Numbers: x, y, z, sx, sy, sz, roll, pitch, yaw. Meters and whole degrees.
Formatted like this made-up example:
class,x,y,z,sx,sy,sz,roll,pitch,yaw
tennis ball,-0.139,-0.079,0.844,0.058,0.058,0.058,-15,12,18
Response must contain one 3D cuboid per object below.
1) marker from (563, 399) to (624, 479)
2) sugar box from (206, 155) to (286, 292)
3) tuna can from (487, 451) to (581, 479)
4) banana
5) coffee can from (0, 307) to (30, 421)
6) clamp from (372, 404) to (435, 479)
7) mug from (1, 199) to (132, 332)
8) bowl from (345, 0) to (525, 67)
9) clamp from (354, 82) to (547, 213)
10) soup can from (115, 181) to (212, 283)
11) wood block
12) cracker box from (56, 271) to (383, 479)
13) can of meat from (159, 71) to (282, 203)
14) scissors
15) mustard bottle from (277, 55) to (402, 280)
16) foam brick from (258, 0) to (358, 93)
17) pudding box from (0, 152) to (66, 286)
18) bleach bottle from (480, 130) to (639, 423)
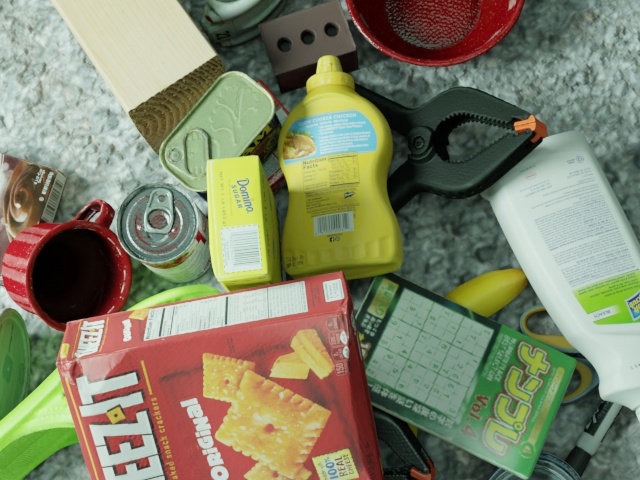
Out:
class,x,y,z,sx,sy,sz,roll,pitch,yaw
marker,0.236,0.148,0.889,0.020,0.020,0.121,33,82,10
sugar box,-0.055,0.001,0.861,0.048,0.176,0.093,-5,78,4
tuna can,0.172,0.215,0.862,0.086,0.033,0.086,-1,87,16
banana,0.101,0.096,0.904,0.069,0.037,0.198,33,84,-18
coffee can,-0.328,0.107,0.895,0.140,0.103,0.103,0,78,4
clamp,0.014,0.151,0.877,0.171,0.039,0.120,12,103,12
mug,-0.213,0.017,0.903,0.093,0.082,0.117,33,75,-32
bowl,0.102,-0.223,0.959,0.162,0.055,0.162,-1,78,4
clamp,0.085,-0.087,0.905,0.210,0.036,0.164,-16,73,29
soup can,-0.128,-0.004,0.905,0.068,0.102,0.068,-1,78,4
wood block,-0.168,-0.189,0.938,0.091,0.090,0.206,-34,69,-4
cracker box,-0.070,0.126,0.794,0.213,0.072,0.164,-11,112,0
can of meat,-0.079,-0.081,0.896,0.057,0.084,0.102,39,86,10
scissors,0.257,0.107,0.878,0.202,0.016,0.096,16,78,20
mustard bottle,0.013,-0.064,0.888,0.096,0.058,0.191,-8,73,15
foam brick,-0.009,-0.174,0.958,0.078,0.051,0.053,-18,78,0
pudding box,-0.288,-0.020,0.952,0.090,0.039,0.113,17,80,7
bleach bottle,0.218,0.037,0.869,0.102,0.068,0.251,-19,68,1
